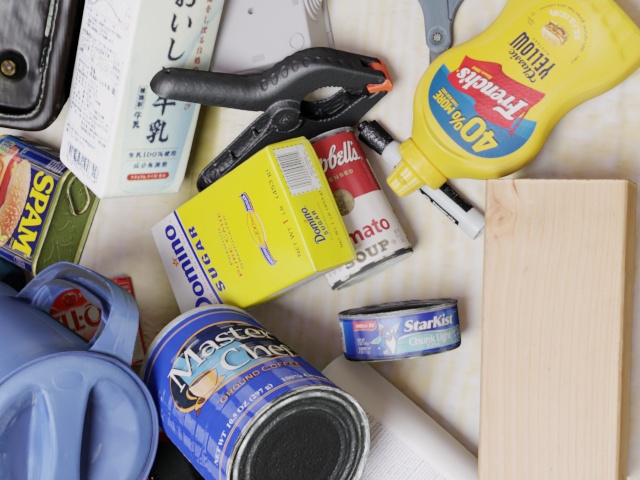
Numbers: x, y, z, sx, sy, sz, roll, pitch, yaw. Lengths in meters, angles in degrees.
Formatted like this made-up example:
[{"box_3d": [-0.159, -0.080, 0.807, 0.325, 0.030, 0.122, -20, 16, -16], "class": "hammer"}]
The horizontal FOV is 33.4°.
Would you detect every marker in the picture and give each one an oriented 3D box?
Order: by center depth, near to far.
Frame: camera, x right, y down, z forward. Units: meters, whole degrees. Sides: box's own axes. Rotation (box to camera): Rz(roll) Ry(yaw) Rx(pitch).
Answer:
[{"box_3d": [0.073, -0.047, 0.781, 0.121, 0.020, 0.020, 43, 105, 14], "class": "marker"}]

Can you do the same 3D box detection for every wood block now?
[{"box_3d": [0.159, 0.063, 0.714, 0.091, 0.090, 0.206, 2, 92, 21], "class": "wood block"}]

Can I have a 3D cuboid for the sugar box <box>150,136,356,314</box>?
[{"box_3d": [-0.055, 0.001, 0.776, 0.177, 0.048, 0.093, -29, 80, 48], "class": "sugar box"}]

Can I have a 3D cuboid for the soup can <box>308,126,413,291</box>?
[{"box_3d": [0.016, -0.022, 0.778, 0.069, 0.068, 0.102, -29, 82, 19], "class": "soup can"}]

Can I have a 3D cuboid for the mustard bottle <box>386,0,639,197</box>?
[{"box_3d": [0.121, -0.099, 0.732, 0.192, 0.058, 0.096, -42, 78, 12], "class": "mustard bottle"}]

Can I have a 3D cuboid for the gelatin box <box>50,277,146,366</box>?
[{"box_3d": [-0.193, 0.075, 0.881, 0.089, 0.030, 0.073, -13, 87, 20], "class": "gelatin box"}]

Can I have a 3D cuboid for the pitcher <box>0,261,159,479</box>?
[{"box_3d": [-0.219, 0.096, 0.766, 0.243, 0.149, 0.145, 25, 131, 54], "class": "pitcher"}]

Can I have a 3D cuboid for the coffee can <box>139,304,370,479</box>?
[{"box_3d": [-0.047, 0.114, 0.709, 0.140, 0.102, 0.103, 31, 105, 53], "class": "coffee can"}]

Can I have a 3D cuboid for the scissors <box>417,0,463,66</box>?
[{"box_3d": [0.102, -0.159, 0.768, 0.096, 0.016, 0.202, -17, 86, 20], "class": "scissors"}]

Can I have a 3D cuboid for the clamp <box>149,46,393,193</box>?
[{"box_3d": [-0.036, -0.103, 0.775, 0.171, 0.120, 0.039, -24, 53, 8], "class": "clamp"}]

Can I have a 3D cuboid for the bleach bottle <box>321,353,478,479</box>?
[{"box_3d": [0.082, 0.197, 0.764, 0.251, 0.068, 0.103, 41, 107, 12], "class": "bleach bottle"}]

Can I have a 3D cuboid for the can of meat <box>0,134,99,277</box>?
[{"box_3d": [-0.238, -0.029, 0.881, 0.084, 0.057, 0.102, 24, 99, 21], "class": "can of meat"}]

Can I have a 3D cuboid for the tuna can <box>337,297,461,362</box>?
[{"box_3d": [0.056, 0.063, 0.756, 0.086, 0.086, 0.034, -7, 91, 21], "class": "tuna can"}]
